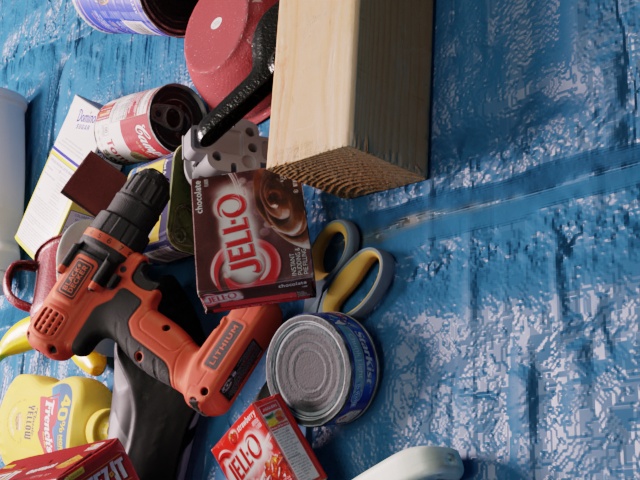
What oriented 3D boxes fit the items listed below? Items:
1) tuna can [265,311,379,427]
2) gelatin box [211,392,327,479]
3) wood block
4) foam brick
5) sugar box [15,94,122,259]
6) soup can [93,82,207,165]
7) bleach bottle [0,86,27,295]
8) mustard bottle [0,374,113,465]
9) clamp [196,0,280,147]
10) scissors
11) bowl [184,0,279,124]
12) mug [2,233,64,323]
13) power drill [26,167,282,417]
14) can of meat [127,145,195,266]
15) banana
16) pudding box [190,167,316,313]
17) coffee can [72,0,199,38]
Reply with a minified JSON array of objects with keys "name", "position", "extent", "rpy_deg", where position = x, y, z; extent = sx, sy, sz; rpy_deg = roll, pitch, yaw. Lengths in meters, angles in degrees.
[{"name":"tuna can","position":[0.000,0.096,0.796],"extent":[0.086,0.033,0.086],"rpy_deg":[-2,86,40]},{"name":"gelatin box","position":[-0.041,0.167,0.801],"extent":[0.073,0.030,0.089],"rpy_deg":[59,140,18]},{"name":"wood block","position":[0.026,-0.147,0.824],"extent":[0.090,0.090,0.206],"rpy_deg":[-12,68,44]},{"name":"foam brick","position":[-0.220,-0.053,1.060],"extent":[0.051,0.053,0.078],"rpy_deg":[-55,10,-3]},{"name":"sugar box","position":[-0.263,-0.060,1.147],"extent":[0.093,0.048,0.176],"rpy_deg":[34,99,48]},{"name":"soup can","position":[-0.167,-0.111,1.040],"extent":[0.102,0.068,0.068],"rpy_deg":[-5,73,47]},{"name":"bleach bottle","position":[-0.388,-0.055,1.269],"extent":[0.103,0.067,0.251],"rpy_deg":[-35,55,36]},{"name":"mustard bottle","position":[-0.242,0.179,1.028],"extent":[0.192,0.058,0.096],"rpy_deg":[-5,74,46]},{"name":"clamp","position":[-0.018,-0.136,0.893],"extent":[0.120,0.039,0.171],"rpy_deg":[24,83,8]},{"name":"scissors","position":[-0.017,0.062,0.855],"extent":[0.202,0.016,0.096],"rpy_deg":[-44,47,29]},{"name":"bowl","position":[-0.076,-0.187,0.976],"extent":[0.162,0.055,0.162],"rpy_deg":[-19,63,42]},{"name":"mug","position":[-0.244,0.050,1.021],"extent":[0.093,0.117,0.081],"rpy_deg":[122,154,-43]},{"name":"power drill","position":[-0.128,0.046,0.884],"extent":[0.188,0.057,0.184],"rpy_deg":[26,78,21]},{"name":"can of meat","position":[-0.138,-0.030,0.989],"extent":[0.084,0.057,0.102],"rpy_deg":[-14,67,46]},{"name":"banana","position":[-0.274,0.106,1.103],"extent":[0.198,0.037,0.069],"rpy_deg":[-5,67,43]},{"name":"pudding box","position":[-0.053,-0.002,0.843],"extent":[0.090,0.039,0.113],"rpy_deg":[-8,54,0]},{"name":"coffee can","position":[-0.175,-0.258,1.074],"extent":[0.141,0.102,0.103],"rpy_deg":[16,89,49]}]
